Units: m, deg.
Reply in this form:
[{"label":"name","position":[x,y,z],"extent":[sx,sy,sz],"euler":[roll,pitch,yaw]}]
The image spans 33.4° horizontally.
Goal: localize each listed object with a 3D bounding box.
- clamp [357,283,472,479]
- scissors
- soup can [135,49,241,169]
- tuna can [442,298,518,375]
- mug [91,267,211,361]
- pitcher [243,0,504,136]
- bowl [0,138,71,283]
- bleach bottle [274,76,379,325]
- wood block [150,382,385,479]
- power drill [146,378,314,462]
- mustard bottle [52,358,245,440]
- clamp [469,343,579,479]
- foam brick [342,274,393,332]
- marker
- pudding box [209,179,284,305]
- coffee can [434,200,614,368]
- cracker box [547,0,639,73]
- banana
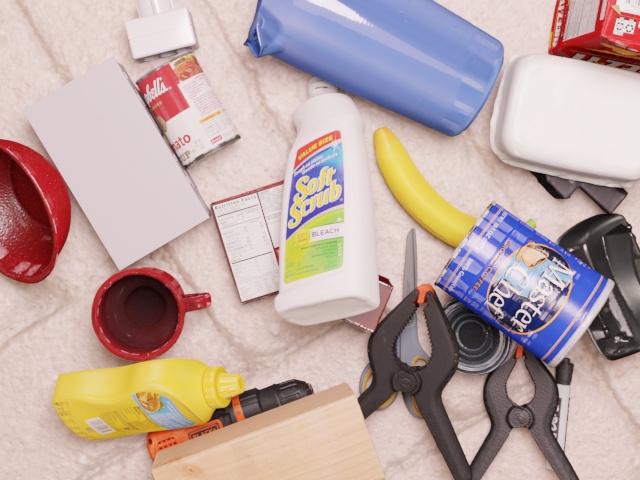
[{"label":"clamp","position":[0.099,0.151,1.102],"extent":[0.164,0.036,0.210],"euler":[18,99,10]},{"label":"scissors","position":[0.076,0.095,1.134],"extent":[0.096,0.016,0.202],"euler":[-13,94,0]},{"label":"soup can","position":[-0.134,-0.133,1.088],"extent":[0.068,0.068,0.102],"euler":[-30,94,1]},{"label":"tuna can","position":[0.161,0.096,1.109],"extent":[0.086,0.033,0.086],"euler":[3,98,25]},{"label":"mug","position":[-0.170,0.068,1.094],"extent":[0.117,0.081,0.093],"euler":[-12,94,0]},{"label":"pitcher","position":[0.058,-0.211,1.065],"extent":[0.242,0.145,0.149],"euler":[26,105,-6]},{"label":"bowl","position":[-0.303,-0.040,1.074],"extent":[0.162,0.055,0.162],"euler":[20,127,29]},{"label":"bleach bottle","position":[0.001,-0.048,1.064],"extent":[0.103,0.068,0.251],"euler":[-15,64,25]},{"label":"wood block","position":[-0.051,0.221,1.048],"extent":[0.206,0.091,0.090],"euler":[-20,93,-4]},{"label":"power drill","position":[-0.070,0.252,1.123],"extent":[0.184,0.057,0.187],"euler":[-20,91,4]},{"label":"mustard bottle","position":[-0.164,0.156,1.069],"extent":[0.192,0.096,0.058],"euler":[-11,50,21]},{"label":"clamp","position":[0.202,0.193,1.130],"extent":[0.120,0.039,0.171],"euler":[-9,85,6]},{"label":"foam brick","position":[0.040,0.057,1.100],"extent":[0.053,0.078,0.051],"euler":[23,94,-1]},{"label":"marker","position":[0.256,0.185,1.142],"extent":[0.020,0.020,0.121],"euler":[5,94,-2]},{"label":"pudding box","position":[-0.057,0.001,1.114],"extent":[0.090,0.039,0.113],"euler":[-17,92,0]},{"label":"coffee can","position":[0.197,0.042,1.037],"extent":[0.140,0.102,0.103],"euler":[36,93,9]},{"label":"cracker box","position":[0.323,-0.199,1.019],"extent":[0.164,0.213,0.072],"euler":[11,95,-2]},{"label":"banana","position":[0.127,-0.040,1.118],"extent":[0.197,0.037,0.069],"euler":[32,74,-4]}]
